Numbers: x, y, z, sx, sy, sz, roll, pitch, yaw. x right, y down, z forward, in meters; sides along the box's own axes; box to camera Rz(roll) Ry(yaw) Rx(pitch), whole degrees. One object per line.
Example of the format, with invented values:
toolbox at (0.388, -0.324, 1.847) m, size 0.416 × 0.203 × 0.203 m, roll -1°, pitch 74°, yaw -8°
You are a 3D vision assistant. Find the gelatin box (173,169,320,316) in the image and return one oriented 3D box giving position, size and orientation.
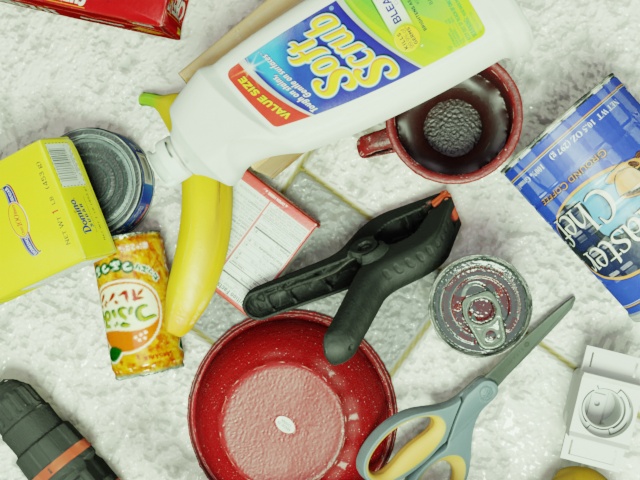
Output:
gelatin box at (-0.055, 0.001, 0.802) m, size 0.073 × 0.030 × 0.089 m, roll 37°, pitch 93°, yaw 5°

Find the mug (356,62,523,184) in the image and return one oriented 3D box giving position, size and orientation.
mug at (0.083, -0.080, 0.761) m, size 0.117 × 0.081 × 0.093 m, roll -18°, pitch 87°, yaw 6°

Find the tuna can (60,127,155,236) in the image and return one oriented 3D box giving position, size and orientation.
tuna can at (-0.172, -0.043, 0.814) m, size 0.086 × 0.033 × 0.086 m, roll 0°, pitch 89°, yaw 7°

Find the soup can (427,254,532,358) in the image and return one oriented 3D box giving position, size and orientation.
soup can at (0.110, 0.044, 0.745) m, size 0.068 × 0.102 × 0.068 m, roll 0°, pitch 89°, yaw 6°

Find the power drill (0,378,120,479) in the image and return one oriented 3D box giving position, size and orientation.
power drill at (-0.237, 0.223, 0.805) m, size 0.188 × 0.057 × 0.184 m, roll -41°, pitch 85°, yaw 4°

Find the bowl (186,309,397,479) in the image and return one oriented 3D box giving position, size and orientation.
bowl at (-0.025, 0.132, 0.784) m, size 0.162 × 0.055 × 0.162 m, roll 0°, pitch 89°, yaw 6°

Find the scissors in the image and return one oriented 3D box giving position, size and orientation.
scissors at (0.119, 0.129, 0.782) m, size 0.201 × 0.016 × 0.096 m, roll -30°, pitch 113°, yaw -11°

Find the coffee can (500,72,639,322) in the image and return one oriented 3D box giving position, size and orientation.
coffee can at (0.209, -0.029, 0.735) m, size 0.103 × 0.102 × 0.140 m, roll -41°, pitch 85°, yaw 4°

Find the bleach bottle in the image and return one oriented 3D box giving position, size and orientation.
bleach bottle at (0.004, -0.103, 0.690) m, size 0.251 × 0.068 × 0.102 m, roll -31°, pitch 87°, yaw 7°

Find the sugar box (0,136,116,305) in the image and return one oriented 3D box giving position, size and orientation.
sugar box at (-0.243, -0.001, 0.790) m, size 0.176 × 0.048 × 0.093 m, roll -23°, pitch 86°, yaw 23°

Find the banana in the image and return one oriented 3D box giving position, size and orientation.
banana at (-0.093, -0.031, 0.778) m, size 0.070 × 0.037 × 0.198 m, roll -26°, pitch 62°, yaw 38°

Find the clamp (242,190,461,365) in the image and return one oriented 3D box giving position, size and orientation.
clamp at (0.038, 0.024, 0.748) m, size 0.171 × 0.120 × 0.039 m, roll -33°, pitch 126°, yaw -13°
